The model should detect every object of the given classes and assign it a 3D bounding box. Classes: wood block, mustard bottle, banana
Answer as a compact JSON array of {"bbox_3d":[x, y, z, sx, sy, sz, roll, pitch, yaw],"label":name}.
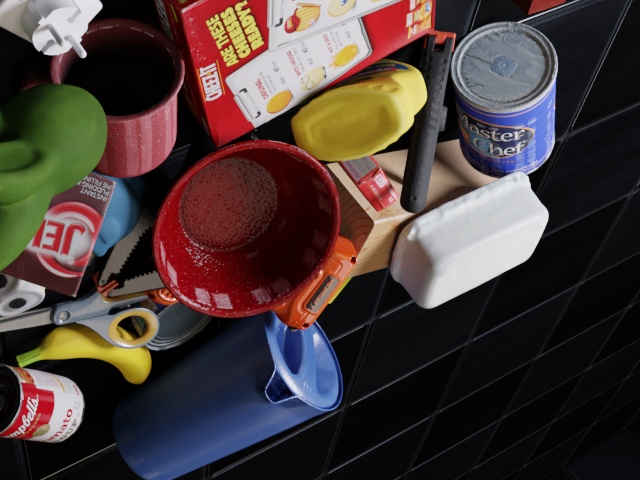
[{"bbox_3d":[0.092,-0.037,1.151,0.205,0.091,0.090,-14,146,-38],"label":"wood block"},{"bbox_3d":[0.043,-0.121,0.933,0.096,0.058,0.191,-14,-166,18],"label":"mustard bottle"},{"bbox_3d":[-0.219,0.112,1.079,0.070,0.037,0.197,-27,156,19],"label":"banana"}]

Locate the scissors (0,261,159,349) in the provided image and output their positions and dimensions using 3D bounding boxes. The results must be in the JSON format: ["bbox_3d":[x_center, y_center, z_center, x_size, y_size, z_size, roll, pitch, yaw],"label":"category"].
[{"bbox_3d":[-0.231,0.082,0.997,0.201,0.016,0.096,-25,121,-25],"label":"scissors"}]

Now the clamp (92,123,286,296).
[{"bbox_3d":[-0.112,-0.031,0.915,0.210,0.036,0.164,-31,120,-5],"label":"clamp"}]

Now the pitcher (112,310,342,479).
[{"bbox_3d":[-0.103,0.167,1.170,0.243,0.145,0.149,-30,147,23],"label":"pitcher"}]

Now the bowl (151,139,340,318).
[{"bbox_3d":[-0.067,-0.018,0.882,0.162,0.055,0.162,-11,122,-19],"label":"bowl"}]

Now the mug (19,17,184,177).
[{"bbox_3d":[-0.157,-0.099,0.770,0.117,0.093,0.081,0,149,-7],"label":"mug"}]

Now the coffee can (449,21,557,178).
[{"bbox_3d":[0.188,-0.140,1.090,0.102,0.103,0.140,-34,153,-6],"label":"coffee can"}]

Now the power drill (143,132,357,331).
[{"bbox_3d":[-0.057,0.001,1.018,0.187,0.057,0.185,24,112,-35],"label":"power drill"}]

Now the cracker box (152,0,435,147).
[{"bbox_3d":[-0.015,-0.187,0.807,0.213,0.072,0.164,-30,152,-12],"label":"cracker box"}]

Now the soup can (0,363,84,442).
[{"bbox_3d":[-0.285,0.159,1.035,0.068,0.068,0.102,-42,154,9],"label":"soup can"}]

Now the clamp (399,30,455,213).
[{"bbox_3d":[0.102,-0.115,1.035,0.120,0.039,0.171,-97,-162,-82],"label":"clamp"}]

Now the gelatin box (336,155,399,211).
[{"bbox_3d":[0.033,-0.077,1.018,0.030,0.089,0.073,-38,153,3],"label":"gelatin box"}]

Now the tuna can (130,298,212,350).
[{"bbox_3d":[-0.151,0.072,1.095,0.086,0.034,0.086,-28,152,-17],"label":"tuna can"}]

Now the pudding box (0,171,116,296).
[{"bbox_3d":[-0.215,-0.019,0.768,0.039,0.113,0.090,-7,-117,71],"label":"pudding box"}]
